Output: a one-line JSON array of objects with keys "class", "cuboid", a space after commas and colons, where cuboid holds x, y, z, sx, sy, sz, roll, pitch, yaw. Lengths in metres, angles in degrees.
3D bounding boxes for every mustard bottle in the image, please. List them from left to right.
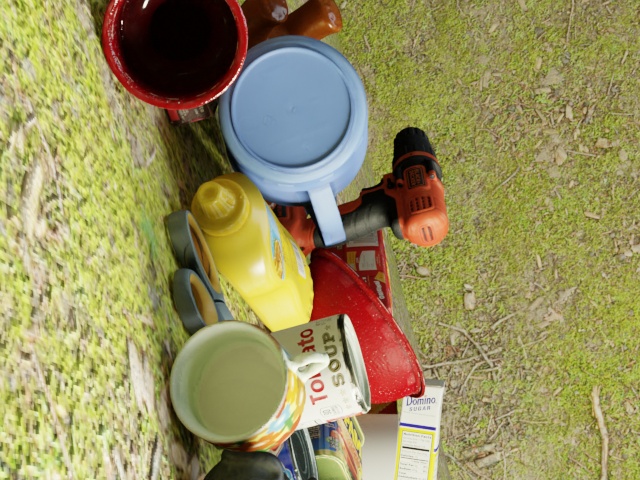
[{"class": "mustard bottle", "cuboid": [-0.056, 0.001, 0.822, 0.191, 0.058, 0.096, 59, 14, -65]}]

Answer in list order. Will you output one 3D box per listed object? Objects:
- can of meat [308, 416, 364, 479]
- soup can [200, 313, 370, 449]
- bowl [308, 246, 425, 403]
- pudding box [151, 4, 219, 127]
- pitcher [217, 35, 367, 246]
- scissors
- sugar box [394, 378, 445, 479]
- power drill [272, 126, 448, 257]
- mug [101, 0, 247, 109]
[{"class": "can of meat", "cuboid": [0.002, 0.180, 0.901, 0.084, 0.057, 0.102, -92, 164, -51]}, {"class": "soup can", "cuboid": [-0.024, 0.092, 0.699, 0.068, 0.102, 0.068, -15, 90, -82]}, {"class": "bowl", "cuboid": [0.021, 0.087, 0.936, 0.162, 0.055, 0.162, 50, -15, 19]}, {"class": "pudding box", "cuboid": [-0.107, -0.150, 0.830, 0.113, 0.039, 0.090, -90, 163, -64]}, {"class": "pitcher", "cuboid": [-0.017, -0.086, 0.877, 0.145, 0.149, 0.243, -63, -179, 1]}, {"class": "scissors", "cuboid": [-0.068, 0.072, 0.755, 0.096, 0.016, 0.201, -90, 163, -59]}, {"class": "sugar box", "cuboid": [0.096, 0.230, 1.087, 0.093, 0.048, 0.176, 28, 66, -81]}, {"class": "power drill", "cuboid": [0.038, -0.046, 1.128, 0.184, 0.188, 0.057, -93, 164, -54]}, {"class": "mug", "cuboid": [-0.104, -0.148, 0.714, 0.117, 0.093, 0.081, 35, 13, -12]}]
